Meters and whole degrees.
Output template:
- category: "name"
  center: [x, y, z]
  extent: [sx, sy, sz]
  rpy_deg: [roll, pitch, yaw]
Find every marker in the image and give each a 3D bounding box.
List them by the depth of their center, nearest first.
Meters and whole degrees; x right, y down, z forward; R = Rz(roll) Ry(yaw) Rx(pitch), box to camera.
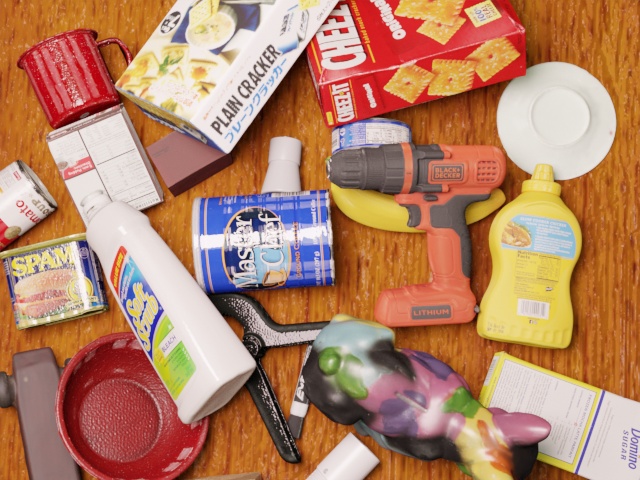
- category: "marker"
  center: [-0.016, 0.154, 1.131]
  extent: [0.020, 0.020, 0.121]
  rpy_deg: [15, 83, 3]

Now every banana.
- category: "banana"
  center: [0.094, -0.038, 1.132]
  extent: [0.197, 0.070, 0.037]
  rpy_deg: [9, 42, -9]

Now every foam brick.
- category: "foam brick"
  center: [-0.140, -0.092, 1.151]
  extent: [0.078, 0.051, 0.053]
  rpy_deg: [-30, 82, -3]

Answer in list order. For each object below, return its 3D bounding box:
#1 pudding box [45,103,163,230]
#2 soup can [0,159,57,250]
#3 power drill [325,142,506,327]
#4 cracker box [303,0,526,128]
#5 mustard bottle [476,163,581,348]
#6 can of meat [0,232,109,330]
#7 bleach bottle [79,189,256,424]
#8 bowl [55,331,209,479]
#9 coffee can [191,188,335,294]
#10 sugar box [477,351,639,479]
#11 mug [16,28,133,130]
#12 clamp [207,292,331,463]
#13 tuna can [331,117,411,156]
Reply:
- category: "pudding box"
  center: [-0.229, -0.077, 1.138]
  extent: [0.090, 0.039, 0.113]
  rpy_deg: [-23, 111, -2]
- category: "soup can"
  center: [-0.342, -0.031, 1.141]
  extent: [0.102, 0.068, 0.068]
  rpy_deg: [-37, 83, -3]
- category: "power drill"
  center: [0.095, -0.007, 1.089]
  extent: [0.184, 0.057, 0.188]
  rpy_deg: [-1, 106, -8]
- category: "cracker box"
  center: [0.088, -0.220, 1.115]
  extent: [0.213, 0.072, 0.164]
  rpy_deg: [-14, 50, -1]
- category: "mustard bottle"
  center: [0.224, 0.014, 1.122]
  extent: [0.096, 0.058, 0.191]
  rpy_deg: [9, 83, -3]
- category: "can of meat"
  center: [-0.282, 0.044, 1.135]
  extent: [0.102, 0.057, 0.084]
  rpy_deg: [-13, 85, 2]
- category: "bleach bottle"
  center: [-0.170, 0.057, 1.086]
  extent: [0.067, 0.103, 0.251]
  rpy_deg: [-23, 69, -43]
- category: "bowl"
  center: [-0.198, 0.178, 1.096]
  extent: [0.161, 0.055, 0.162]
  rpy_deg: [11, 63, -23]
- category: "coffee can"
  center: [-0.057, 0.001, 1.110]
  extent: [0.140, 0.103, 0.103]
  rpy_deg: [-4, 82, 1]
- category: "sugar box"
  center: [0.252, 0.188, 1.106]
  extent: [0.176, 0.048, 0.093]
  rpy_deg: [21, 84, 1]
- category: "mug"
  center: [-0.256, -0.175, 1.147]
  extent: [0.117, 0.093, 0.081]
  rpy_deg: [-25, 87, -3]
- category: "clamp"
  center: [-0.071, 0.126, 1.118]
  extent: [0.210, 0.036, 0.164]
  rpy_deg: [21, 85, 12]
- category: "tuna can"
  center: [0.054, -0.103, 1.129]
  extent: [0.086, 0.086, 0.034]
  rpy_deg: [0, 81, 1]
